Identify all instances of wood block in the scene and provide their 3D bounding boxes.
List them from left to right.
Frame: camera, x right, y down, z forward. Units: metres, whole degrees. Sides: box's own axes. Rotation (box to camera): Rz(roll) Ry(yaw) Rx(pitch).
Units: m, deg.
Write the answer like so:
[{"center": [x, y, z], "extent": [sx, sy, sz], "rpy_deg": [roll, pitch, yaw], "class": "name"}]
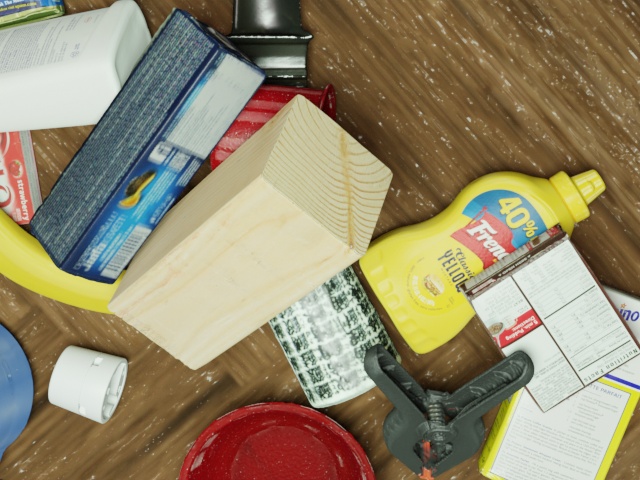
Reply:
[{"center": [-0.054, 0.001, 0.769], "extent": [0.090, 0.090, 0.206], "rpy_deg": [38, 134, -17], "class": "wood block"}]

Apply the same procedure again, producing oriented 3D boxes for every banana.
[{"center": [-0.198, 0.022, 0.854], "extent": [0.197, 0.037, 0.070], "rpy_deg": [27, 131, -15], "class": "banana"}]

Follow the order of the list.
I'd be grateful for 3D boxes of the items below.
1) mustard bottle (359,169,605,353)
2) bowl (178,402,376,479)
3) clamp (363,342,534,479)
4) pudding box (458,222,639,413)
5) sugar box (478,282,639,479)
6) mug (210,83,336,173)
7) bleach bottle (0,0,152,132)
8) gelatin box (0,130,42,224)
[{"center": [0.132, 0.002, 0.827], "extent": [0.192, 0.058, 0.096], "rpy_deg": [-31, 96, 8], "class": "mustard bottle"}, {"center": [-0.033, 0.202, 0.870], "extent": [0.162, 0.055, 0.162], "rpy_deg": [1, 98, 5], "class": "bowl"}, {"center": [0.079, 0.129, 0.808], "extent": [0.120, 0.039, 0.172], "rpy_deg": [13, 138, -3], "class": "clamp"}, {"center": [0.171, 0.058, 0.792], "extent": [0.090, 0.039, 0.113], "rpy_deg": [-33, 103, 7], "class": "pudding box"}, {"center": [0.200, 0.119, 0.845], "extent": [0.093, 0.048, 0.176], "rpy_deg": [22, 96, 2], "class": "sugar box"}, {"center": [-0.036, -0.068, 0.823], "extent": [0.081, 0.093, 0.117], "rpy_deg": [7, 132, 8], "class": "mug"}, {"center": [-0.262, -0.125, 0.832], "extent": [0.251, 0.102, 0.068], "rpy_deg": [-5, 131, 13], "class": "bleach bottle"}, {"center": [-0.270, -0.055, 0.867], "extent": [0.073, 0.030, 0.089], "rpy_deg": [-7, 98, 5], "class": "gelatin box"}]
